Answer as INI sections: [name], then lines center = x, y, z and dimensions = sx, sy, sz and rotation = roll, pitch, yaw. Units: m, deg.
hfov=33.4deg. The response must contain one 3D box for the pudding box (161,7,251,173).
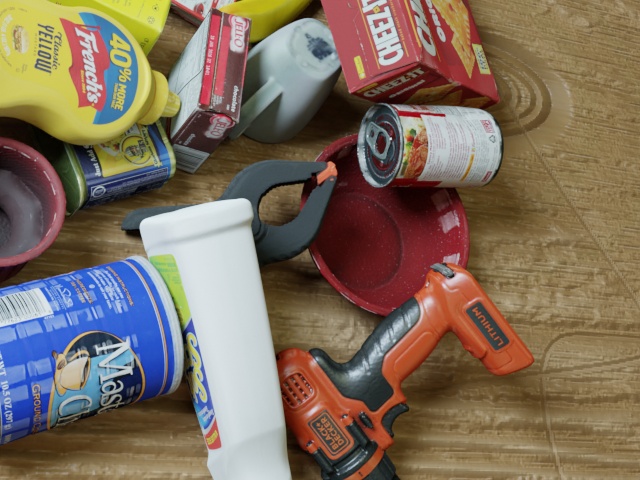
[pudding box]
center = -0.093, -0.115, 0.838
dimensions = 0.039, 0.114, 0.090
rotation = 15, 67, -22

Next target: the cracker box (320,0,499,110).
[cracker box]
center = 0.072, -0.196, 0.915
dimensions = 0.213, 0.072, 0.164
rotation = 5, 66, -65

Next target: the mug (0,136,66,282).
[mug]
center = -0.243, -0.024, 0.748
dimensions = 0.117, 0.082, 0.093
rotation = 42, 59, -8

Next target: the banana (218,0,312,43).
[banana]
center = -0.041, -0.209, 0.918
dimensions = 0.037, 0.070, 0.197
rotation = 31, 48, 11

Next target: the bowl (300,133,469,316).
[bowl]
center = 0.045, -0.007, 0.905
dimensions = 0.161, 0.055, 0.162
rotation = 9, 69, -24

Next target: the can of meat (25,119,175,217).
[can of meat]
center = -0.169, -0.079, 0.820
dimensions = 0.083, 0.058, 0.102
rotation = -19, 82, -32

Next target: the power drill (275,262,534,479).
[power drill]
center = 0.071, 0.122, 0.832
dimensions = 0.187, 0.057, 0.184
rotation = -38, 102, -5

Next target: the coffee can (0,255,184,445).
[coffee can]
center = -0.179, 0.075, 0.733
dimensions = 0.140, 0.103, 0.103
rotation = -14, 79, -30

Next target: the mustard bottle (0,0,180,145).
[mustard bottle]
center = -0.176, -0.118, 0.743
dimensions = 0.191, 0.058, 0.096
rotation = 14, 71, -46

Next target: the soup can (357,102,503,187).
[soup can]
center = 0.091, -0.077, 0.879
dimensions = 0.102, 0.069, 0.068
rotation = -1, 73, -28

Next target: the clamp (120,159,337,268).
[clamp]
center = -0.055, 0.001, 0.828
dimensions = 0.171, 0.039, 0.120
rotation = -25, 95, 1

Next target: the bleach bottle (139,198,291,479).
[bleach bottle]
center = -0.063, 0.099, 0.766
dimensions = 0.068, 0.103, 0.251
rotation = -16, 96, -24
